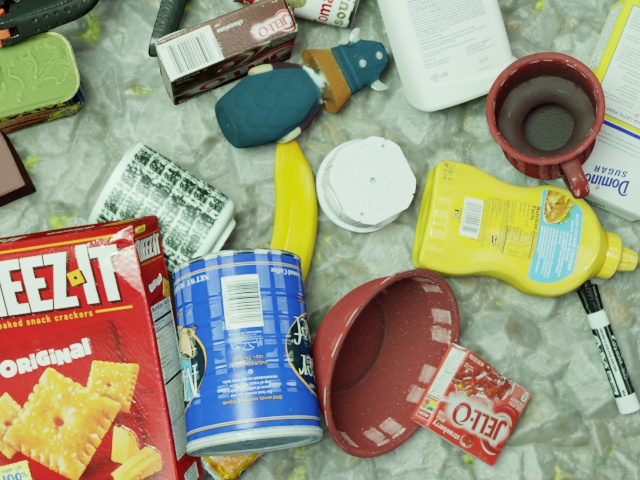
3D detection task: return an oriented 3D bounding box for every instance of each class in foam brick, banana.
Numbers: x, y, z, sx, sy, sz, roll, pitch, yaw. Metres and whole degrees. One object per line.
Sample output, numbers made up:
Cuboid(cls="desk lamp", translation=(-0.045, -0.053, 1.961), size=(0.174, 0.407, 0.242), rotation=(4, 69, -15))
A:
Cuboid(cls="foam brick", translation=(-0.281, -0.050, 0.867), size=(0.078, 0.053, 0.051), rotation=(-24, 90, -8))
Cuboid(cls="banana", translation=(-0.041, 0.012, 0.900), size=(0.069, 0.037, 0.198), rotation=(24, 84, -5))

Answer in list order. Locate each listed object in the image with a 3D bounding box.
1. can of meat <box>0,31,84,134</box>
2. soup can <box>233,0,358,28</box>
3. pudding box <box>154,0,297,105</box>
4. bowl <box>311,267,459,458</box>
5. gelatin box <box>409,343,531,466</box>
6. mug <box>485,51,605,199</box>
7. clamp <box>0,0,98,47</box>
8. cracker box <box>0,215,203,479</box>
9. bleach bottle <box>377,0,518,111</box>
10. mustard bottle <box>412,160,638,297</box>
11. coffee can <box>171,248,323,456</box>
Cuboid(cls="can of meat", translation=(-0.243, -0.123, 0.860), size=(0.102, 0.084, 0.057), rotation=(-16, 89, -8))
Cuboid(cls="soup can", translation=(-0.017, -0.223, 0.901), size=(0.102, 0.068, 0.068), rotation=(13, 85, -6))
Cuboid(cls="pudding box", translation=(-0.077, -0.156, 0.879), size=(0.113, 0.090, 0.039), rotation=(-21, 87, -7))
Cuboid(cls="bowl", translation=(0.043, 0.093, 0.872), size=(0.161, 0.055, 0.162), rotation=(-20, 119, -40))
Cuboid(cls="gelatin box", translation=(0.128, 0.140, 0.899), size=(0.089, 0.030, 0.073), rotation=(35, 81, -31))
Cuboid(cls="mug", translation=(0.191, -0.087, 0.876), size=(0.093, 0.081, 0.117), rotation=(-27, 74, 7))
Cuboid(cls="clamp", translation=(-0.206, -0.237, 0.853), size=(0.165, 0.036, 0.209), rotation=(32, 63, 16))
Cuboid(cls="cracker box", translation=(-0.192, 0.099, 0.817), size=(0.164, 0.072, 0.214), rotation=(-8, 96, 8))
Cuboid(cls="bleach bottle", translation=(0.088, -0.238, 0.869), size=(0.102, 0.068, 0.251), rotation=(-21, 113, -8))
Cuboid(cls="mustard bottle", translation=(0.180, -0.002, 0.917), size=(0.191, 0.058, 0.096), rotation=(12, 79, -6))
Cuboid(cls="coffee can", translation=(-0.057, 0.087, 0.814), size=(0.102, 0.103, 0.140), rotation=(-5, 74, -7))
